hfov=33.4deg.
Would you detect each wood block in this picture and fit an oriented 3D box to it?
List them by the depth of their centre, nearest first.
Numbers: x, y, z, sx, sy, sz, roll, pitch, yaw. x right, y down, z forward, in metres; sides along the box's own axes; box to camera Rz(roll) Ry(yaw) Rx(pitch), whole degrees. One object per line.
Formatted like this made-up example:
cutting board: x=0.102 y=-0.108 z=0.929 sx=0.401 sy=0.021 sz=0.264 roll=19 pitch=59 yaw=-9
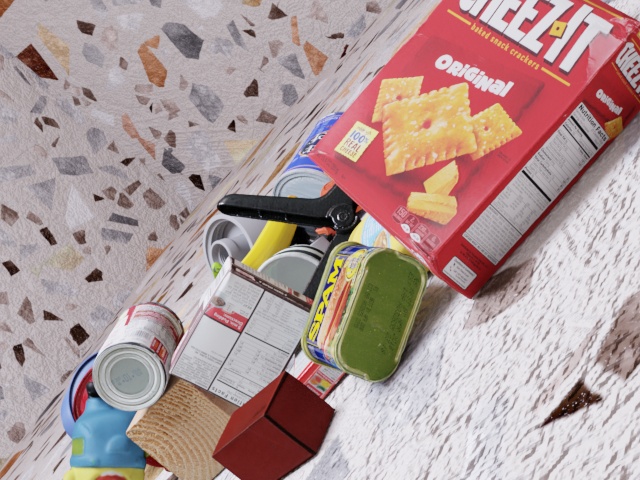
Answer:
wood block: x=-0.103 y=0.136 z=1.056 sx=0.091 sy=0.090 sz=0.206 roll=-45 pitch=10 yaw=23

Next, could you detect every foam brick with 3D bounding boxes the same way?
foam brick: x=-0.037 y=0.149 z=0.825 sx=0.078 sy=0.051 sz=0.053 roll=-42 pitch=13 yaw=39

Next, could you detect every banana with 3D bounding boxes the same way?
banana: x=-0.063 y=0.018 z=1.105 sx=0.197 sy=0.037 sz=0.070 roll=-50 pitch=-19 yaw=-58

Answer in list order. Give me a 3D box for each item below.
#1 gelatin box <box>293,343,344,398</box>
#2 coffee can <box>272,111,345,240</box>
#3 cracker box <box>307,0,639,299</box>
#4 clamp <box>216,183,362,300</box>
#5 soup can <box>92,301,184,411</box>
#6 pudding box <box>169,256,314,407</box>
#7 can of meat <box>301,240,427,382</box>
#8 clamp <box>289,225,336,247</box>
gelatin box: x=0.011 y=0.089 z=0.903 sx=0.073 sy=0.030 sz=0.089 roll=-49 pitch=9 yaw=11
coffee can: x=0.013 y=-0.081 z=1.321 sx=0.103 sy=0.102 sz=0.140 roll=-41 pitch=13 yaw=42
cracker box: x=0.115 y=-0.091 z=0.770 sx=0.214 sy=0.072 sz=0.164 roll=-49 pitch=46 yaw=5
clamp: x=0.023 y=-0.004 z=0.996 sx=0.210 sy=0.164 sz=0.036 roll=-20 pitch=-25 yaw=-1
soup can: x=-0.166 y=0.105 z=0.982 sx=0.068 sy=0.068 sz=0.102 roll=-47 pitch=10 yaw=14
pudding box: x=-0.067 y=0.084 z=0.930 sx=0.113 sy=0.090 sz=0.039 roll=-60 pitch=11 yaw=12
can of meat: x=0.033 y=0.053 z=0.807 sx=0.084 sy=0.057 sz=0.102 roll=-176 pitch=106 yaw=-74
clamp: x=-0.042 y=-0.008 z=1.275 sx=0.039 sy=0.120 sz=0.172 roll=-39 pitch=5 yaw=-41
